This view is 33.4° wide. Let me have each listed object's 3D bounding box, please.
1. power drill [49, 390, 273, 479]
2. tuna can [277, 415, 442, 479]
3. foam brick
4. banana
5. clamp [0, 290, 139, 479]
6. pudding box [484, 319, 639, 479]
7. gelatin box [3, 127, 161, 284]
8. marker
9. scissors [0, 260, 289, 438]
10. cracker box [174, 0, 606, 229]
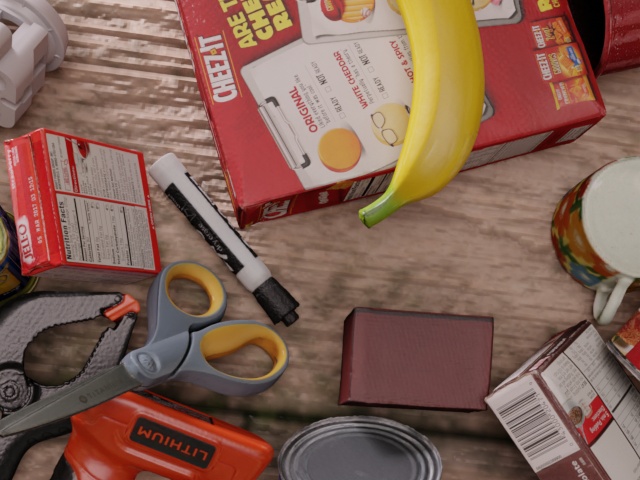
[{"bbox_3d":[-0.094,0.177,0.543,0.184,0.057,0.187,25,83,-9],"label":"power drill"},{"bbox_3d":[0.020,0.129,0.560,0.086,0.086,0.034,-3,114,-7],"label":"tuna can"},{"bbox_3d":[0.052,0.068,0.593,0.078,0.053,0.051,4,78,-4],"label":"foam brick"},{"bbox_3d":[0.050,-0.106,0.562,0.069,0.037,0.198,-2,79,-5],"label":"banana"},{"bbox_3d":[-0.177,0.076,0.571,0.171,0.039,0.120,-46,105,-15],"label":"clamp"},{"bbox_3d":[0.150,0.109,0.578,0.113,0.039,0.089,57,34,5],"label":"pudding box"},{"bbox_3d":[-0.127,-0.016,0.574,0.030,0.089,0.073,-16,78,26],"label":"gelatin box"},{"bbox_3d":[-0.054,0.001,0.612,0.020,0.020,0.121,-39,85,-12],"label":"marker"},{"bbox_3d":[-0.093,0.049,0.537,0.016,0.201,0.096,-48,60,27],"label":"scissors"},{"bbox_3d":[0.034,-0.113,0.619,0.213,0.072,0.164,-15,80,-8],"label":"cracker box"}]
